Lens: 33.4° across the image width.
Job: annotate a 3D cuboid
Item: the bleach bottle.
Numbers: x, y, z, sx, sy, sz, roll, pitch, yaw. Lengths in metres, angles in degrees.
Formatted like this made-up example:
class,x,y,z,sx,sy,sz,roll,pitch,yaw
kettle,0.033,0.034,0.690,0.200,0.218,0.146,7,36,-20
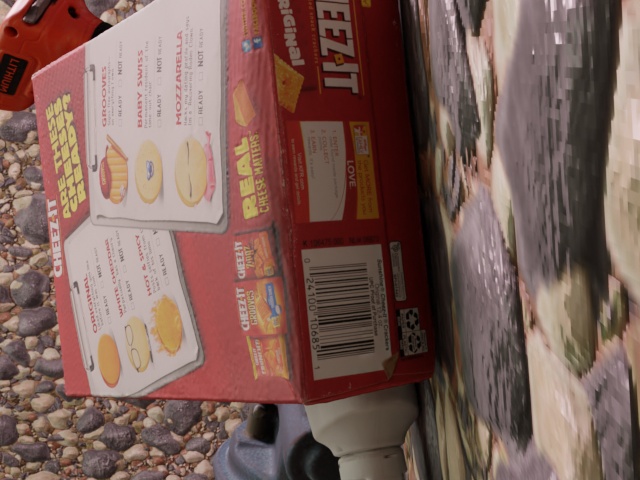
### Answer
class,x,y,z,sx,sy,sz,roll,pitch,yaw
bleach bottle,0.006,-0.006,0.509,0.103,0.068,0.251,117,144,-72

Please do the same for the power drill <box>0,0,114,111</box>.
class,x,y,z,sx,sy,sz,roll,pitch,yaw
power drill,-0.108,-0.068,0.644,0.185,0.187,0.057,-44,20,53

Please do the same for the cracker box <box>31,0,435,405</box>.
class,x,y,z,sx,sy,sz,roll,pitch,yaw
cracker box,-0.048,-0.016,0.462,0.214,0.071,0.164,-11,85,55
